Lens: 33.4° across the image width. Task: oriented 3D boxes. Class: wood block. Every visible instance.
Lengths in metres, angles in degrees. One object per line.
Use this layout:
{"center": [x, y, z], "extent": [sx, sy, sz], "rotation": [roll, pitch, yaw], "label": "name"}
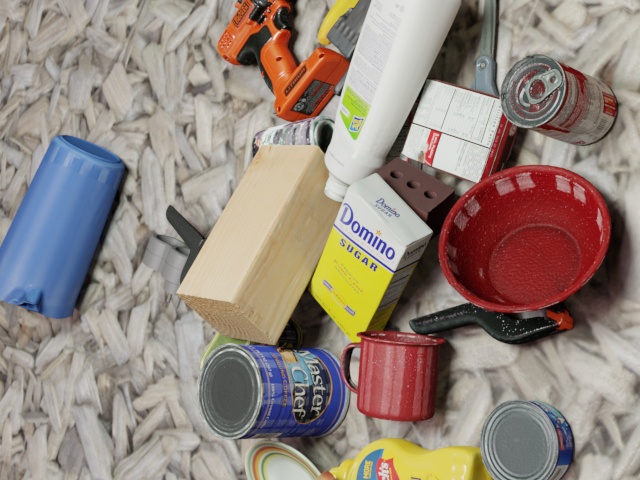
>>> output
{"center": [-0.058, 0.002, 1.183], "extent": [0.091, 0.090, 0.206], "rotation": [4, 57, 43], "label": "wood block"}

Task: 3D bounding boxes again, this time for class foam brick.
{"center": [0.092, -0.040, 1.113], "extent": [0.078, 0.052, 0.051], "rotation": [32, 136, 24], "label": "foam brick"}

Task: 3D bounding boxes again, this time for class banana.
{"center": [0.061, -0.304, 1.195], "extent": [0.037, 0.069, 0.198], "rotation": [40, 110, 13], "label": "banana"}

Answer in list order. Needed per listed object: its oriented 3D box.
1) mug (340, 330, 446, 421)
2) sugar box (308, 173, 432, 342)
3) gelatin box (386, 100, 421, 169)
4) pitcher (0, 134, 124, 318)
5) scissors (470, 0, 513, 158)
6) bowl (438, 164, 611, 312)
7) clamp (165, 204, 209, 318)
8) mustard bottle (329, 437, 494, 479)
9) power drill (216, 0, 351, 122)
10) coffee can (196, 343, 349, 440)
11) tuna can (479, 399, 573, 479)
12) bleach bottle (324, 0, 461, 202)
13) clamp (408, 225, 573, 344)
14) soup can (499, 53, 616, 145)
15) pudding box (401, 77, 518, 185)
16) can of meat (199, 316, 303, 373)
{"center": [0.070, 0.138, 1.105], "extent": [0.117, 0.093, 0.081], "rotation": [5, 92, 33], "label": "mug"}
{"center": [0.048, 0.024, 1.118], "extent": [0.093, 0.048, 0.176], "rotation": [48, 145, 24], "label": "sugar box"}
{"center": [0.077, -0.107, 1.175], "extent": [0.073, 0.030, 0.089], "rotation": [1, 86, 42], "label": "gelatin box"}
{"center": [-0.373, -0.024, 1.520], "extent": [0.149, 0.144, 0.243], "rotation": [31, 101, 28], "label": "pitcher"}
{"center": [0.158, -0.169, 1.120], "extent": [0.096, 0.016, 0.202], "rotation": [-19, 71, 39], "label": "scissors"}
{"center": [0.196, 0.008, 1.008], "extent": [0.162, 0.055, 0.162], "rotation": [-13, 54, 19], "label": "bowl"}
{"center": [-0.134, 0.011, 1.292], "extent": [0.165, 0.036, 0.210], "rotation": [-17, 50, 31], "label": "clamp"}
{"center": [0.085, 0.253, 1.096], "extent": [0.192, 0.058, 0.096], "rotation": [-2, 86, 43], "label": "mustard bottle"}
{"center": [-0.036, -0.248, 1.283], "extent": [0.185, 0.057, 0.188], "rotation": [-52, 51, 28], "label": "power drill"}
{"center": [-0.051, 0.167, 1.177], "extent": [0.103, 0.140, 0.103], "rotation": [-8, 79, 42], "label": "coffee can"}
{"center": [0.197, 0.195, 1.019], "extent": [0.086, 0.033, 0.086], "rotation": [-8, 79, 42], "label": "tuna can"}
{"center": [0.059, -0.159, 1.128], "extent": [0.251, 0.068, 0.103], "rotation": [-67, 32, 24], "label": "bleach bottle"}
{"center": [0.172, 0.046, 1.061], "extent": [0.172, 0.039, 0.120], "rotation": [7, 88, 35], "label": "clamp"}
{"center": [0.224, -0.129, 0.996], "extent": [0.069, 0.102, 0.068], "rotation": [-8, 79, 42], "label": "soup can"}
{"center": [0.144, -0.111, 1.088], "extent": [0.114, 0.039, 0.090], "rotation": [25, 100, 41], "label": "pudding box"}
{"center": [-0.082, 0.130, 1.250], "extent": [0.057, 0.083, 0.102], "rotation": [46, 114, 37], "label": "can of meat"}
